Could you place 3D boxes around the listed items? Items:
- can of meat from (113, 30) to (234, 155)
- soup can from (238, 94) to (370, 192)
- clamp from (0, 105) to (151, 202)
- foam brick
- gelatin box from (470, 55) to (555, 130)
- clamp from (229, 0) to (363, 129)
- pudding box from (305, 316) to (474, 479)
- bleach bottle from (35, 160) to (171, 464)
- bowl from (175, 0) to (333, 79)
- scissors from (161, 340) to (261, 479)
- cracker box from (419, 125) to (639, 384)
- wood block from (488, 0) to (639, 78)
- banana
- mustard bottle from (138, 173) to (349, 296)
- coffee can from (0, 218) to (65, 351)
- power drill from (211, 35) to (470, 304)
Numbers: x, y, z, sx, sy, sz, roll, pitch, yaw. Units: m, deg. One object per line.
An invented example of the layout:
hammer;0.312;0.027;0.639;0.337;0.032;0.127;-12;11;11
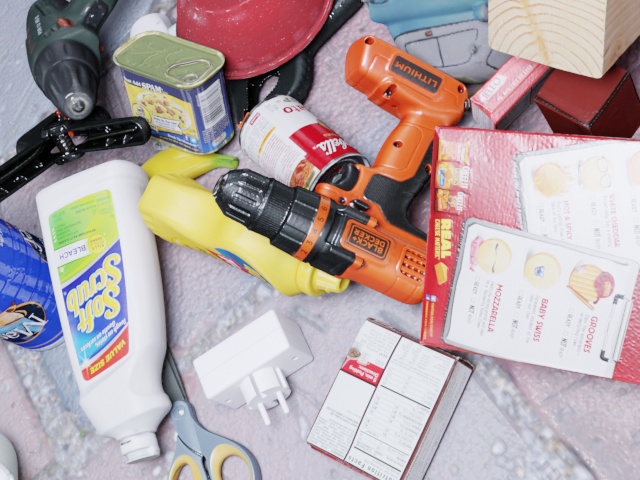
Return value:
can of meat;-0.130;-0.131;0.964;0.102;0.084;0.057;22;51;27
soup can;-0.015;-0.071;0.912;0.068;0.068;0.102;-49;57;3
clamp;-0.229;-0.094;0.987;0.164;0.036;0.210;-20;20;2
foam brick;0.204;-0.100;0.803;0.053;0.078;0.051;35;89;31
gelatin box;0.151;-0.120;0.830;0.030;0.089;0.073;45;95;9
clamp;-0.027;-0.172;0.976;0.120;0.039;0.171;1;71;31
pudding box;0.053;0.126;0.820;0.090;0.039;0.113;22;84;32
bleach bottle;-0.173;0.064;0.920;0.103;0.068;0.251;-20;73;14
bowl;-0.071;-0.228;0.967;0.162;0.055;0.162;-10;60;19
scissors;-0.099;0.149;0.903;0.096;0.016;0.202;-16;65;21
cracker box;0.183;0.007;0.749;0.214;0.072;0.164;8;99;29
wood block;0.212;-0.215;0.777;0.090;0.091;0.205;23;49;30
banana;-0.165;-0.024;0.990;0.198;0.037;0.070;-48;57;4
mustard bottle;-0.056;0.002;0.889;0.192;0.096;0.058;22;82;32
coffee can;-0.294;0.035;0.974;0.103;0.140;0.103;-10;67;24
power drill;0.027;-0.063;0.832;0.187;0.184;0.057;-68;14;-19
